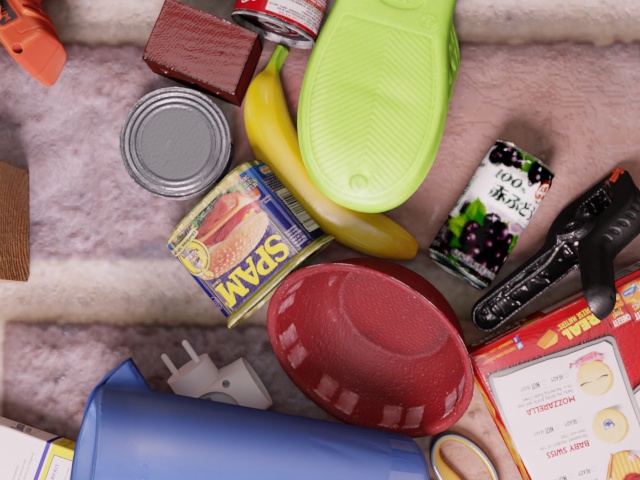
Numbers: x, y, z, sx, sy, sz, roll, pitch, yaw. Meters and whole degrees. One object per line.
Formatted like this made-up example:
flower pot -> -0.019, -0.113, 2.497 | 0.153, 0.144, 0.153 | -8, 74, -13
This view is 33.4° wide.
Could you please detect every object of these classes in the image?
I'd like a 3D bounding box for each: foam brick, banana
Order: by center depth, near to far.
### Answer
foam brick -> -0.090, -0.144, 0.818 | 0.078, 0.053, 0.051 | 22, 88, 2
banana -> -0.004, -0.055, 0.821 | 0.069, 0.037, 0.198 | -33, 88, 0

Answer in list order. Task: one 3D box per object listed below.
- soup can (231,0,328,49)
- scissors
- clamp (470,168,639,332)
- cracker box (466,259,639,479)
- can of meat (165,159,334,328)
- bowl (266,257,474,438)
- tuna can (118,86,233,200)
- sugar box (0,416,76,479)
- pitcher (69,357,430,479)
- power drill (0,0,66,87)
soup can -> -0.019, -0.206, 0.812 | 0.068, 0.068, 0.102 | 19, 88, 2
scissors -> 0.129, 0.244, 0.818 | 0.096, 0.016, 0.202 | -29, 88, 2
clamp -> 0.194, 0.006, 0.771 | 0.171, 0.120, 0.039 | -46, 116, -24
cracker box -> 0.224, 0.141, 0.793 | 0.164, 0.072, 0.214 | -27, 88, 1
can of meat -> -0.055, 0.001, 0.800 | 0.102, 0.057, 0.084 | -42, 85, 23
bowl -> 0.044, 0.068, 0.782 | 0.162, 0.162, 0.055 | 35, 45, 2
tuna can -> -0.110, -0.074, 0.826 | 0.086, 0.034, 0.086 | 0, 88, 1
sugar box -> -0.193, 0.202, 0.812 | 0.176, 0.048, 0.093 | 19, 86, 5
pitcher -> -0.053, 0.187, 0.740 | 0.242, 0.145, 0.149 | 10, 126, -16
power drill -> -0.159, -0.203, 0.793 | 0.187, 0.057, 0.185 | -41, 59, -1
